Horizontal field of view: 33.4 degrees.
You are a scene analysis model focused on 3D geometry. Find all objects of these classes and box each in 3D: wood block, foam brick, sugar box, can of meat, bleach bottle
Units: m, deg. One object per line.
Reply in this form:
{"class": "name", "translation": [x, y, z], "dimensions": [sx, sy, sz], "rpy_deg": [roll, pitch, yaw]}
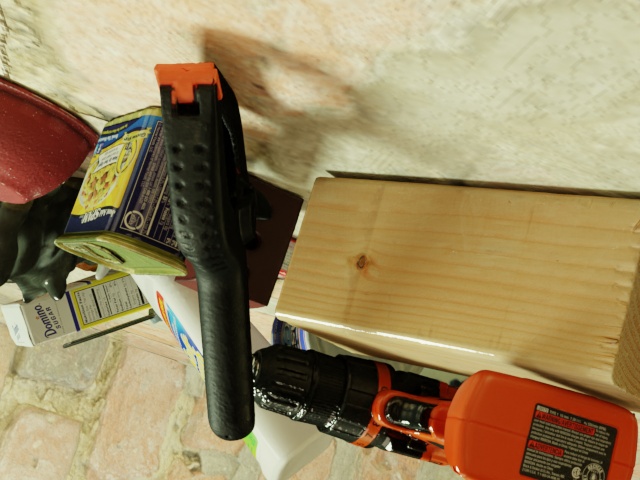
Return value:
{"class": "wood block", "translation": [0.089, 0.026, 0.582], "dimensions": [0.206, 0.091, 0.090], "rpy_deg": [8, 166, 40]}
{"class": "foam brick", "translation": [-0.055, 0.001, 0.705], "dimensions": [0.053, 0.078, 0.051], "rpy_deg": [23, 169, -22]}
{"class": "sugar box", "translation": [-0.195, 0.051, 0.980], "dimensions": [0.176, 0.048, 0.093], "rpy_deg": [-21, -174, -25]}
{"class": "can of meat", "translation": [-0.107, -0.027, 0.636], "dimensions": [0.057, 0.084, 0.102], "rpy_deg": [24, 166, -30]}
{"class": "bleach bottle", "translation": [-0.088, 0.080, 0.888], "dimensions": [0.251, 0.068, 0.103], "rpy_deg": [50, 161, 16]}

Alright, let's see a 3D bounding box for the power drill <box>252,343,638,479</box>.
{"class": "power drill", "translation": [0.064, 0.097, 0.583], "dimensions": [0.184, 0.057, 0.188], "rpy_deg": [17, 172, -20]}

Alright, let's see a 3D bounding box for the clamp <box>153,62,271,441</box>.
{"class": "clamp", "translation": [-0.051, -0.003, 0.545], "dimensions": [0.036, 0.164, 0.210], "rpy_deg": [-2, 149, 4]}

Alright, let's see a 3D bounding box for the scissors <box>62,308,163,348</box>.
{"class": "scissors", "translation": [-0.135, 0.063, 1.003], "dimensions": [0.201, 0.016, 0.096], "rpy_deg": [-18, 178, -42]}

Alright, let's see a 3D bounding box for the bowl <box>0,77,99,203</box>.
{"class": "bowl", "translation": [-0.230, -0.066, 0.708], "dimensions": [0.162, 0.055, 0.162], "rpy_deg": [16, 168, 3]}
